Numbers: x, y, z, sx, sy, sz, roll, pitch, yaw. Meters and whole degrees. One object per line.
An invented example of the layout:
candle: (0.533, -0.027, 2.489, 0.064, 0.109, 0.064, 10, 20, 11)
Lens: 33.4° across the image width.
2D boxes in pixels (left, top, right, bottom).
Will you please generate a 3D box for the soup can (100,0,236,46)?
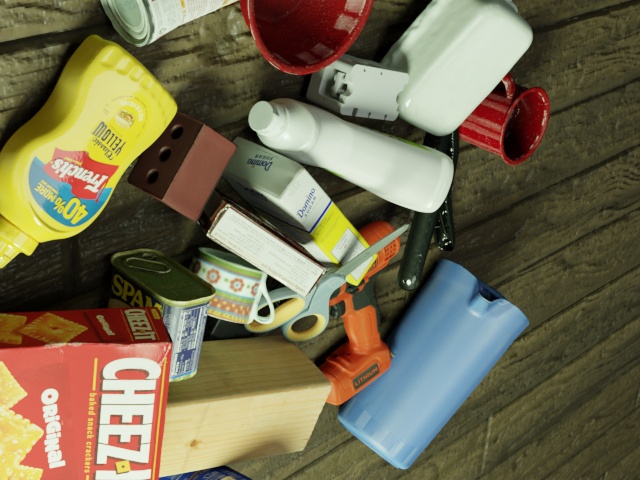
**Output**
soup can: (-0.115, -0.203, 0.843, 0.102, 0.069, 0.068, -34, 135, -30)

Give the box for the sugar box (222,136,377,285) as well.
sugar box: (-0.020, -0.027, 1.039, 0.048, 0.093, 0.176, -54, 142, -12)

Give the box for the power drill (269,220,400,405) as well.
power drill: (0.020, 0.088, 1.185, 0.184, 0.057, 0.188, -30, 132, -35)

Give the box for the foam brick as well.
foam brick: (-0.121, -0.066, 0.933, 0.051, 0.053, 0.078, 31, 87, -53)

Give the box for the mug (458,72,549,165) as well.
mug: (0.202, -0.152, 1.227, 0.093, 0.082, 0.117, -44, 139, -22)

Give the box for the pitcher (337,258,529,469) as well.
pitcher: (0.133, 0.154, 1.309, 0.243, 0.145, 0.149, -52, 131, -5)

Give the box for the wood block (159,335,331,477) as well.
wood block: (-0.102, 0.158, 1.037, 0.205, 0.090, 0.091, 0, 121, -44)

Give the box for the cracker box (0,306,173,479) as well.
cracker box: (-0.234, 0.142, 0.852, 0.213, 0.072, 0.164, 0, 114, -21)

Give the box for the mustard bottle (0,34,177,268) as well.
mustard bottle: (-0.200, -0.060, 0.840, 0.191, 0.058, 0.096, -55, 141, -9)

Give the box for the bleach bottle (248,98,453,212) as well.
bleach bottle: (0.026, -0.089, 1.045, 0.250, 0.103, 0.068, 15, 95, -53)

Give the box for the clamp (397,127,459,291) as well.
clamp: (0.135, -0.058, 1.230, 0.164, 0.036, 0.210, -26, 125, -66)

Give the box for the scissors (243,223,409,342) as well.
scissors: (0.017, 0.049, 1.055, 0.202, 0.016, 0.096, -26, 140, 17)

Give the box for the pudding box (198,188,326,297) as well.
pudding box: (-0.056, 0.001, 0.981, 0.113, 0.090, 0.039, 32, 92, -18)

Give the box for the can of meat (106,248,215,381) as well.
can of meat: (-0.146, 0.066, 0.946, 0.057, 0.102, 0.084, -12, 123, -46)

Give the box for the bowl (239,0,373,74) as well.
bowl: (-0.020, -0.232, 0.943, 0.161, 0.055, 0.162, -27, 130, -37)
